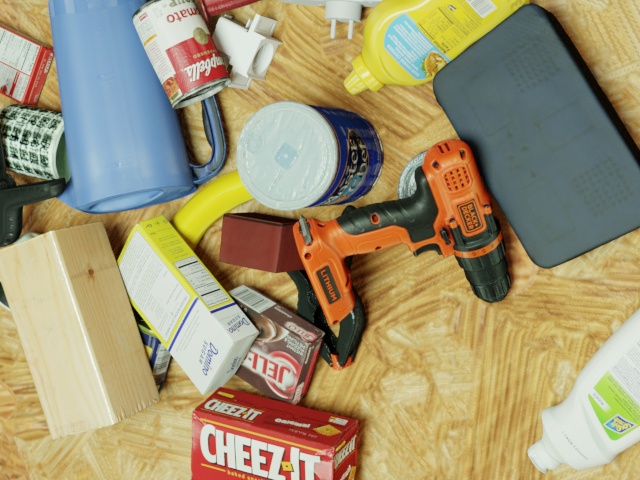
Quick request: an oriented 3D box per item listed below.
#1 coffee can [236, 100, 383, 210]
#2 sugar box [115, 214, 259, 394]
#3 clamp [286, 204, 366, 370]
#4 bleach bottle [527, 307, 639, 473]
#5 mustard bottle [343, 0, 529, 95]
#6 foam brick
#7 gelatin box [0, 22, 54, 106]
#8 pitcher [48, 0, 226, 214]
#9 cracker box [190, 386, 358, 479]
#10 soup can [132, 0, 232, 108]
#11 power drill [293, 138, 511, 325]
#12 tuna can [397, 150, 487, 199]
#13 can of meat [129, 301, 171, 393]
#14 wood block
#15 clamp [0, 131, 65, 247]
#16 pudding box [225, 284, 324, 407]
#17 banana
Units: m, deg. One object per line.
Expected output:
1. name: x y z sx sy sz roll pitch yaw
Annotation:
1. coffee can: -0.007 -0.083 1.057 0.103 0.140 0.103 2 94 22
2. sugar box: -0.146 0.067 1.131 0.176 0.048 0.093 47 131 18
3. clamp: -0.004 0.050 1.121 0.120 0.039 0.171 -1 95 39
4. bleach bottle: 0.290 0.127 0.995 0.251 0.068 0.102 -44 78 21
5. mustard bottle: 0.100 -0.205 1.035 0.192 0.096 0.058 -37 39 21
6. foam brick: -0.057 0.001 1.099 0.078 0.052 0.051 10 99 34
7. gelatin box: -0.361 -0.208 1.251 0.089 0.030 0.073 26 102 18
8. pitcher: -0.208 -0.156 1.149 0.145 0.148 0.243 -15 85 43
9. cracker box: -0.052 0.278 1.116 0.164 0.072 0.214 10 111 21
10. soup can: -0.142 -0.195 1.093 0.069 0.068 0.102 -25 91 21
11. power drill: 0.081 0.011 1.016 0.187 0.057 0.184 -23 120 2
12. tuna can: 0.121 -0.049 1.065 0.086 0.033 0.086 2 94 22
13. can of meat: -0.214 0.120 1.200 0.102 0.057 0.084 23 104 20
14. wood block: -0.257 0.093 1.134 0.090 0.090 0.206 -17 90 27
15. clamp: -0.359 -0.066 1.178 0.164 0.036 0.210 56 136 13
16. pudding box: -0.057 0.111 1.129 0.114 0.039 0.090 31 122 25
17. banana: -0.116 -0.024 1.164 0.069 0.037 0.198 39 110 -9
